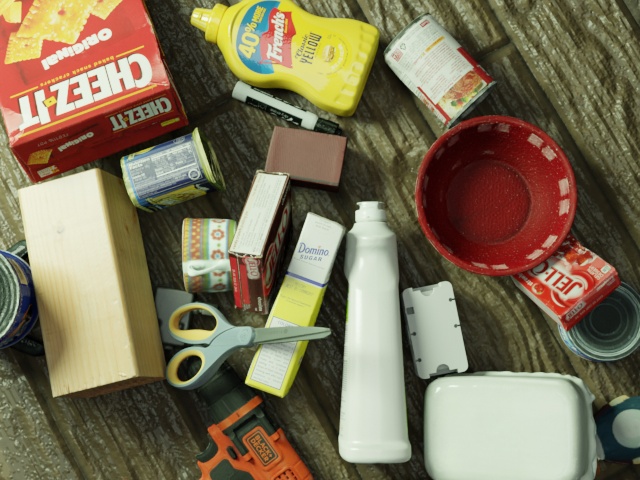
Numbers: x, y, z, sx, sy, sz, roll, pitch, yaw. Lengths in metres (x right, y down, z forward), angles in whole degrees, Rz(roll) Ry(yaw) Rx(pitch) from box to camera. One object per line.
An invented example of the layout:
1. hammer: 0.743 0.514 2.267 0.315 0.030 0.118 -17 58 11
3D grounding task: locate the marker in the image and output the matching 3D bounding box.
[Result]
1. marker: -0.034 -0.135 1.115 0.121 0.020 0.020 24 86 4

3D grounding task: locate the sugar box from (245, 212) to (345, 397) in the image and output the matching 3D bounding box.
1. sugar box: -0.022 0.065 1.059 0.048 0.093 0.176 22 86 2

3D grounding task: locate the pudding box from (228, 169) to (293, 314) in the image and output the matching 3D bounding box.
1. pudding box: -0.057 0.001 1.046 0.039 0.090 0.113 8 50 7

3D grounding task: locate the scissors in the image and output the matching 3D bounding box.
1. scissors: -0.080 0.109 1.012 0.202 0.016 0.096 12 78 41

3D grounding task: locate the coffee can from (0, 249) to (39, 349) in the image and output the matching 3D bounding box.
1. coffee can: -0.326 0.055 1.011 0.102 0.140 0.103 0 86 -7

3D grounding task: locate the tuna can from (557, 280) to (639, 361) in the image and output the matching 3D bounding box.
1. tuna can: 0.285 0.080 1.078 0.086 0.034 0.086 0 85 2

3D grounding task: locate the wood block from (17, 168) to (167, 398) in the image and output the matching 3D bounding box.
1. wood block: -0.224 0.045 1.054 0.091 0.090 0.206 -14 79 10

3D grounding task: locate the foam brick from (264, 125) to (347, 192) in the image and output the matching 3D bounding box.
1. foam brick: -0.014 -0.082 1.093 0.078 0.053 0.051 9 85 1

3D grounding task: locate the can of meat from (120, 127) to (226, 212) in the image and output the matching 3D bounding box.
1. can of meat: -0.147 -0.067 1.072 0.084 0.102 0.057 -19 85 2

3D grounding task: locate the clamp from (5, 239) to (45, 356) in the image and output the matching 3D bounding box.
1. clamp: -0.359 0.076 1.097 0.171 0.039 0.120 -16 81 0

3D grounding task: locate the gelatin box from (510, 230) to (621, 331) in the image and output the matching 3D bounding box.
1. gelatin box: 0.242 0.037 1.061 0.073 0.030 0.089 -40 43 -2

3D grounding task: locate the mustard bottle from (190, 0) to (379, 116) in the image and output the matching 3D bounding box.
1. mustard bottle: -0.042 -0.202 1.103 0.191 0.058 0.096 19 84 4

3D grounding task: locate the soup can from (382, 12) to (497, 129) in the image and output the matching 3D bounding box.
1. soup can: 0.121 -0.173 1.091 0.068 0.068 0.102 -42 84 -3

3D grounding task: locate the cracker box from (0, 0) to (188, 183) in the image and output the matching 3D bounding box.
1. cracker box: -0.241 -0.183 1.062 0.164 0.072 0.214 -22 59 -1

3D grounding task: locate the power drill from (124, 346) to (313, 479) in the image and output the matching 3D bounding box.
1. power drill: -0.127 0.224 1.065 0.187 0.057 0.184 -37 85 -2

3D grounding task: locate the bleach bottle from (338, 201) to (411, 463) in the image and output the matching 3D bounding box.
1. bleach bottle: 0.051 0.087 1.049 0.068 0.102 0.251 0 86 -3

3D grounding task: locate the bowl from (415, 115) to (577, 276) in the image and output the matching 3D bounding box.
1. bowl: 0.175 -0.042 1.082 0.162 0.055 0.162 0 85 2
